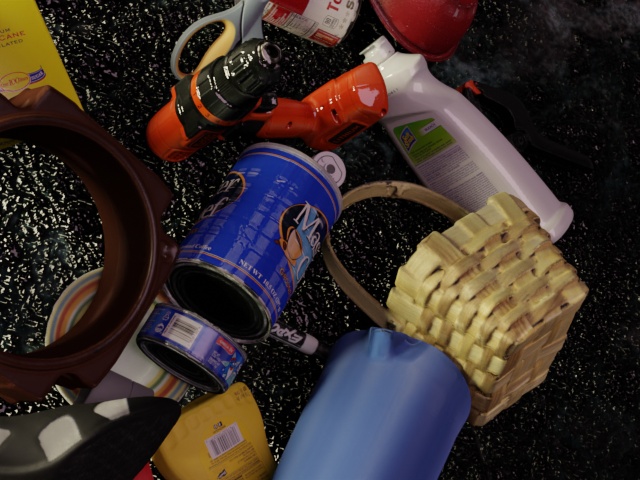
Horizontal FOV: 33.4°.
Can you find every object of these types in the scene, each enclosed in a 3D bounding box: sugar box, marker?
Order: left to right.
[{"bbox_3d":[-0.272,-0.166,0.869,0.093,0.048,0.176,-25,92,-29],"label":"sugar box"},{"bbox_3d":[-0.033,0.082,0.954,0.121,0.020,0.020,28,68,-19],"label":"marker"}]

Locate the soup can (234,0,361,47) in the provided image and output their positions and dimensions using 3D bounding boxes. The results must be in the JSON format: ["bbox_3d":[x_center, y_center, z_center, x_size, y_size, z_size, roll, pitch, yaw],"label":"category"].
[{"bbox_3d":[-0.021,-0.230,1.001,0.102,0.069,0.068,19,71,-23],"label":"soup can"}]

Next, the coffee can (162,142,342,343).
[{"bbox_3d":[-0.056,0.001,0.901,0.102,0.103,0.140,40,55,-14],"label":"coffee can"}]

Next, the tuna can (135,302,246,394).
[{"bbox_3d":[-0.104,0.087,0.853,0.086,0.086,0.033,37,67,-16],"label":"tuna can"}]

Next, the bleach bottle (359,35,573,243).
[{"bbox_3d":[0.130,-0.093,1.030,0.251,0.103,0.068,52,41,-8],"label":"bleach bottle"}]

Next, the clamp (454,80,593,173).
[{"bbox_3d":[0.209,-0.101,1.109,0.120,0.039,0.171,-36,96,-30],"label":"clamp"}]

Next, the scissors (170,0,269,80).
[{"bbox_3d":[-0.046,-0.203,0.957,0.202,0.016,0.096,-41,119,5],"label":"scissors"}]

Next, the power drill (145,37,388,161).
[{"bbox_3d":[-0.035,-0.121,0.915,0.187,0.185,0.057,-4,77,-37],"label":"power drill"}]

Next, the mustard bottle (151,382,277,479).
[{"bbox_3d":[-0.065,0.222,0.885,0.096,0.058,0.191,-27,92,-36],"label":"mustard bottle"}]

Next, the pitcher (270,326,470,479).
[{"bbox_3d":[0.027,0.202,0.862,0.149,0.145,0.242,43,44,-10],"label":"pitcher"}]

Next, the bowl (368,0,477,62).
[{"bbox_3d":[0.108,-0.260,1.052,0.161,0.055,0.162,23,57,-41],"label":"bowl"}]
